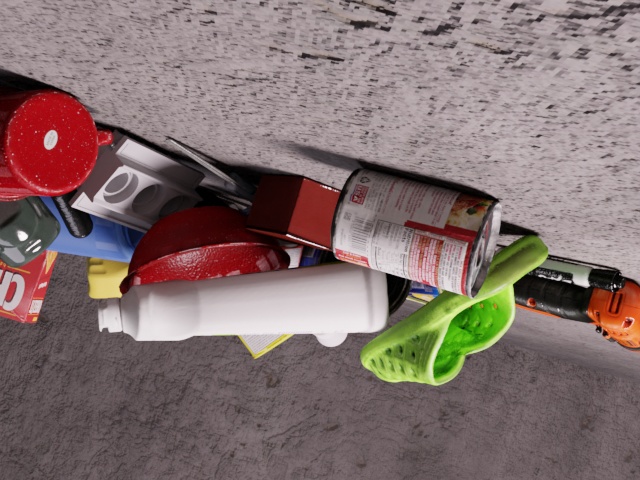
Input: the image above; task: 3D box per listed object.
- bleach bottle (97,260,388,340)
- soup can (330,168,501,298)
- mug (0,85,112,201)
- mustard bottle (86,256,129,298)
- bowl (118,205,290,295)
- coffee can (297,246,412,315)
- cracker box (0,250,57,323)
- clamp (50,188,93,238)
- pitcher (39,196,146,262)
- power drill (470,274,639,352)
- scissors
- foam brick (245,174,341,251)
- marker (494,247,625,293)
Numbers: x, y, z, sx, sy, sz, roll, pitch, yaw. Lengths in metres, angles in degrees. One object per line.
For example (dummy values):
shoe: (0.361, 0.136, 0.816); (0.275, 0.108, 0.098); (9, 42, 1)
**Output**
bleach bottle: (-0.071, 0.057, 0.952); (0.250, 0.068, 0.102); (-4, 175, -7)
soup can: (0.065, -0.006, 0.734); (0.102, 0.068, 0.068); (16, 175, 18)
mug: (-0.219, -0.077, 0.843); (0.117, 0.093, 0.082); (-7, -172, -41)
mustard bottle: (-0.175, 0.024, 1.250); (0.191, 0.058, 0.096); (-2, -148, -9)
bowl: (-0.111, 0.010, 1.001); (0.162, 0.055, 0.162); (-11, 161, -4)
coffee can: (0.020, 0.028, 1.094); (0.102, 0.103, 0.140); (18, 175, -20)
cracker box: (-0.404, -0.022, 1.320); (0.164, 0.213, 0.072); (17, 176, 0)
clamp: (-0.248, -0.065, 0.991); (0.039, 0.120, 0.171); (-27, 177, -4)
pitcher: (-0.272, -0.044, 1.160); (0.243, 0.145, 0.149); (11, -150, 28)
power drill: (0.233, 0.061, 1.015); (0.188, 0.057, 0.184); (11, 170, 29)
scissors: (-0.080, -0.055, 0.987); (0.201, 0.016, 0.096); (34, -179, -35)
foam brick: (-0.020, -0.025, 0.926); (0.052, 0.051, 0.078); (18, 176, -31)
marker: (0.204, 0.025, 0.913); (0.121, 0.020, 0.020); (13, 174, 41)
